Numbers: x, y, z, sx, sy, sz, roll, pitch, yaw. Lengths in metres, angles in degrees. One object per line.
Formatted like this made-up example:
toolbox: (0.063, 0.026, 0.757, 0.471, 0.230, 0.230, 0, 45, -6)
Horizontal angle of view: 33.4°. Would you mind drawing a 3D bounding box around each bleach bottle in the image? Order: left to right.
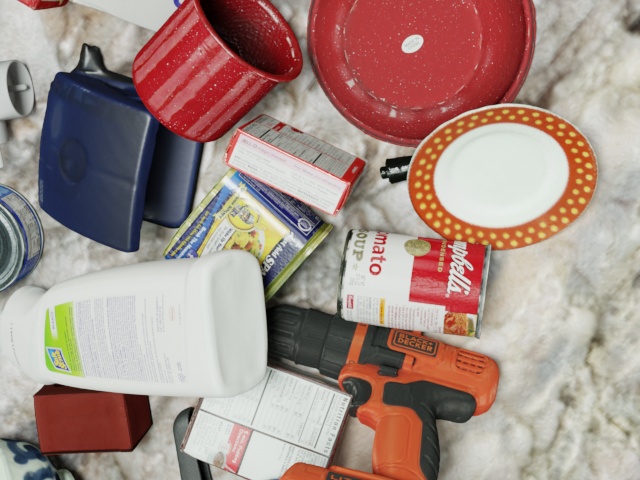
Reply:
bleach bottle: (-0.156, 0.060, 0.785, 0.251, 0.067, 0.102, -1, 96, 35)

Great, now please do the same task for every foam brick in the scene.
foam brick: (-0.180, 0.135, 0.847, 0.078, 0.053, 0.051, -5, 104, 11)

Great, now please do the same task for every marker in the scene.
marker: (0.101, -0.060, 0.758, 0.121, 0.020, 0.020, -11, 102, 14)

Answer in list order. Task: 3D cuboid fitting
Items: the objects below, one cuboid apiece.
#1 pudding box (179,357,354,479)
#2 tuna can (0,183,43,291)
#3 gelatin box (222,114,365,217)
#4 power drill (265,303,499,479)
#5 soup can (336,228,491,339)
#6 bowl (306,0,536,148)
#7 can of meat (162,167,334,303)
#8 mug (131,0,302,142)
pudding box: (-0.040, 0.138, 0.815, 0.113, 0.039, 0.090, 21, 88, 1)
tuna can: (-0.264, -0.001, 0.836, 0.086, 0.033, 0.086, 3, 105, 10)
gelatin box: (-0.018, -0.054, 0.754, 0.089, 0.073, 0.030, 25, 109, 3)
power drill: (0.025, 0.123, 0.737, 0.184, 0.187, 0.057, 14, 128, 8)
soup can: (0.067, 0.030, 0.763, 0.102, 0.068, 0.068, 7, 106, 9)
bowl: (0.065, -0.138, 0.725, 0.162, 0.055, 0.162, 3, 106, 10)
can of meat: (-0.055, 0.001, 0.785, 0.084, 0.057, 0.102, 41, 108, 0)
mug: (-0.072, -0.128, 0.726, 0.093, 0.117, 0.082, 33, 126, -26)
